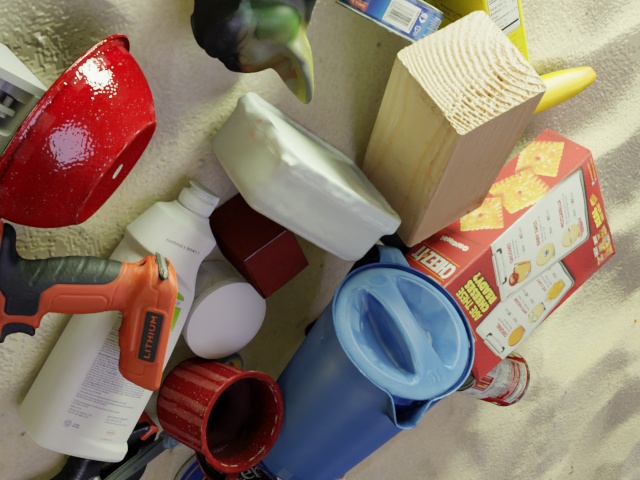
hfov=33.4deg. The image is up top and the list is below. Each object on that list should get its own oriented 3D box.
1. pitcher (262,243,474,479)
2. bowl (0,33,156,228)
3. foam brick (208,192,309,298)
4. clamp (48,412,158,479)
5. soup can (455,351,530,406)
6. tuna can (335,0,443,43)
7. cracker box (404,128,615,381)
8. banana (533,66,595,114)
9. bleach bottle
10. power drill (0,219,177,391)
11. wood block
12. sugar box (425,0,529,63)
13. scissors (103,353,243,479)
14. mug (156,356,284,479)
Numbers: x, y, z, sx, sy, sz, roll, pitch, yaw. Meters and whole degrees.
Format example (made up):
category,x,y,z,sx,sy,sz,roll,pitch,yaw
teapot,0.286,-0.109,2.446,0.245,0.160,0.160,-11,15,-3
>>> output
category,x,y,z,sx,sy,sz,roll,pitch,yaw
pitcher,0.027,0.127,0.986,0.149,0.145,0.243,-38,170,-41
bowl,-0.164,-0.063,0.745,0.055,0.162,0.162,37,92,-2
foam brick,-0.056,0.001,0.931,0.051,0.078,0.053,-35,135,-11
clamp,-0.224,0.225,0.986,0.171,0.039,0.120,-54,142,-3
soup can,0.189,0.151,1.241,0.102,0.069,0.068,23,104,-45
tuna can,0.058,-0.191,0.878,0.086,0.086,0.034,16,107,-44
cracker box,0.196,0.015,1.095,0.213,0.072,0.164,-41,136,-12
banana,0.188,-0.135,1.041,0.197,0.070,0.037,-18,91,-38
bleach bottle,-0.155,0.065,0.910,0.102,0.068,0.251,24,101,-45
power drill,-0.212,0.068,0.822,0.187,0.057,0.184,8,110,-18
wood block,0.106,-0.090,0.924,0.090,0.090,0.206,-30,162,-19
sugar box,0.127,-0.212,0.914,0.048,0.093,0.176,-37,135,-12
scissors,-0.134,0.165,0.999,0.201,0.016,0.096,-17,121,-48
mug,-0.094,0.164,0.965,0.093,0.082,0.117,-13,109,-41
